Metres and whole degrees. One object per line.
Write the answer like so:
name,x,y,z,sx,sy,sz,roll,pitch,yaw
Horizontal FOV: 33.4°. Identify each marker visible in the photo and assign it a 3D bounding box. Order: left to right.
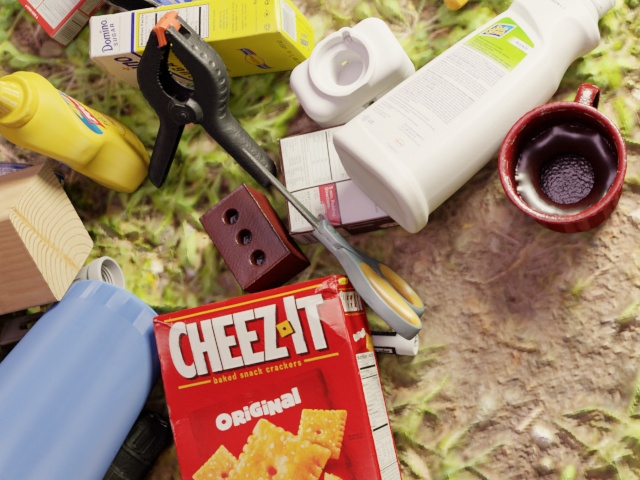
marker,0.020,0.082,0.884,0.121,0.020,0.020,2,81,19

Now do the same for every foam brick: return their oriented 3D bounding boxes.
foam brick,-0.056,0.001,0.907,0.053,0.051,0.078,-38,71,9

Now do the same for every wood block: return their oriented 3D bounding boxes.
wood block,-0.315,0.015,0.913,0.206,0.090,0.091,-13,120,18

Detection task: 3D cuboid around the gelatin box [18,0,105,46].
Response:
gelatin box,-0.242,-0.244,1.024,0.089,0.030,0.073,-46,69,6

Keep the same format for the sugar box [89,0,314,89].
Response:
sugar box,-0.102,-0.172,0.932,0.176,0.093,0.048,-7,78,18

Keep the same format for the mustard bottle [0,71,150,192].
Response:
mustard bottle,-0.223,-0.097,0.905,0.096,0.191,0.058,41,94,20

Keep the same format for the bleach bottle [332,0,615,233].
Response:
bleach bottle,0.135,-0.119,0.835,0.250,0.068,0.103,-38,51,-9

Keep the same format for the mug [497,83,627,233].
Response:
mug,0.192,-0.063,0.820,0.093,0.081,0.117,14,85,20

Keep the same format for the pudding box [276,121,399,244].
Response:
pudding box,0.025,-0.052,0.897,0.113,0.039,0.090,-11,76,14

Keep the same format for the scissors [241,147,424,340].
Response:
scissors,0.018,0.001,0.860,0.016,0.096,0.202,-46,68,16

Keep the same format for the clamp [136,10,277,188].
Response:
clamp,-0.118,-0.110,0.909,0.120,0.171,0.039,-11,33,19

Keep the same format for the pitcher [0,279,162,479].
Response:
pitcher,-0.222,0.155,0.852,0.149,0.145,0.242,-7,38,37

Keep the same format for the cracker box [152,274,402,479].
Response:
cracker box,-0.032,0.147,0.850,0.164,0.072,0.214,-14,84,16
